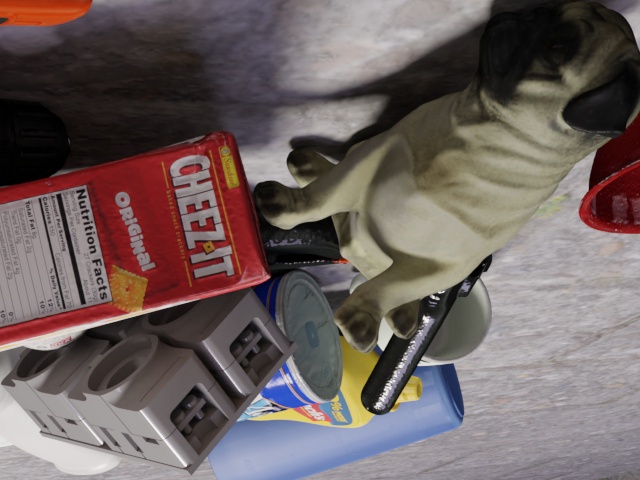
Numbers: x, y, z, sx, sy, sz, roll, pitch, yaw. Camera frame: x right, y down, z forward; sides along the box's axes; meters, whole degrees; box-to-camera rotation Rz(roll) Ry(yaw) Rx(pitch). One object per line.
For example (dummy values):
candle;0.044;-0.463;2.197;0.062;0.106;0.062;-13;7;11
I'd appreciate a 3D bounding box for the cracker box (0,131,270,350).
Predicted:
cracker box;-0.135;0.011;0.502;0.213;0.072;0.164;-14;179;-4

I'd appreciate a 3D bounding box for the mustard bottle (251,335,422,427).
mustard bottle;-0.006;0.118;0.908;0.192;0.058;0.096;1;131;25

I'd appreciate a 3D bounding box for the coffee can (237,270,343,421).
coffee can;-0.067;0.090;0.832;0.140;0.103;0.102;-17;160;21

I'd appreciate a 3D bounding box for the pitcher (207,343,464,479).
pitcher;0.007;0.152;1.035;0.243;0.145;0.149;-17;172;12

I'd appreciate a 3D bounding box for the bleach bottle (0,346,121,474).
bleach bottle;-0.231;0.127;0.860;0.068;0.102;0.250;-7;162;8

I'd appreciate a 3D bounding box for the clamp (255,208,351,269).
clamp;-0.054;0.001;0.684;0.171;0.039;0.120;8;168;-40

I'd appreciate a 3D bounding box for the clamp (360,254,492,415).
clamp;0.083;0.027;0.712;0.036;0.164;0.210;31;157;12
